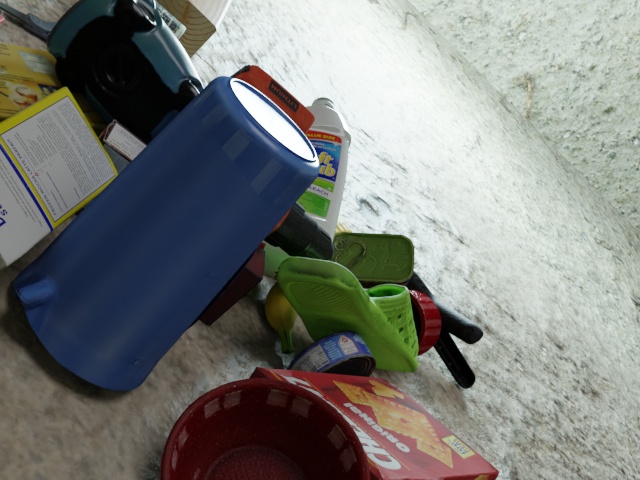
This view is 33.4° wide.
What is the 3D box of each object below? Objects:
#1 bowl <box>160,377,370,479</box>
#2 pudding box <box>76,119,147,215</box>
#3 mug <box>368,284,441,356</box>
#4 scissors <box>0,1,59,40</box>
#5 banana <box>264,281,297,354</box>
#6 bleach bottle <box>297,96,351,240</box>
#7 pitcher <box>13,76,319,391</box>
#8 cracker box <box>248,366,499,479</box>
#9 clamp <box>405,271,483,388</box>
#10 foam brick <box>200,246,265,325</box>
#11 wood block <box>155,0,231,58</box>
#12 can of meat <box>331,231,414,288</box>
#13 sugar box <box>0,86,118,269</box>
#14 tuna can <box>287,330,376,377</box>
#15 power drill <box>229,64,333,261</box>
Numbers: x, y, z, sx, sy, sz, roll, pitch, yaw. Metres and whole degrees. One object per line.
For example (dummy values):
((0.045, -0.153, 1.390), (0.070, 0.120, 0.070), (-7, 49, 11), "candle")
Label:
((-0.045, 0.190, 0.828), (0.162, 0.055, 0.162), (7, 55, -10), "bowl")
((-0.176, -0.043, 0.986), (0.113, 0.090, 0.039), (38, 33, -21), "pudding box")
((0.084, 0.093, 1.266), (0.117, 0.093, 0.081), (31, 10, 23), "mug")
((-0.310, -0.244, 1.178), (0.201, 0.016, 0.096), (35, 23, -30), "scissors")
((-0.020, 0.066, 1.179), (0.197, 0.037, 0.069), (-33, 110, -65), "banana")
((-0.020, -0.084, 1.258), (0.102, 0.068, 0.250), (17, 46, -7), "bleach bottle")
((-0.111, -0.006, 0.841), (0.145, 0.243, 0.149), (41, 16, -13), "pitcher")
((0.042, 0.188, 0.968), (0.164, 0.072, 0.213), (36, 12, 34), "cracker box")
((0.133, 0.084, 1.351), (0.210, 0.036, 0.164), (50, -16, 18), "clamp")
((-0.098, 0.032, 1.025), (0.051, 0.078, 0.053), (39, 26, -22), "foam brick")
((-0.183, -0.312, 1.430), (0.090, 0.091, 0.206), (41, 22, -17), "wood block")
((0.060, 0.027, 1.278), (0.084, 0.102, 0.057), (71, 21, -79), "can of meat")
((-0.235, -0.048, 0.838), (0.093, 0.048, 0.176), (61, 31, -13), "sugar box")
((0.010, 0.127, 1.058), (0.086, 0.086, 0.034), (15, 37, -54), "tuna can")
((-0.051, -0.079, 1.078), (0.184, 0.057, 0.187), (40, 33, -26), "power drill")
